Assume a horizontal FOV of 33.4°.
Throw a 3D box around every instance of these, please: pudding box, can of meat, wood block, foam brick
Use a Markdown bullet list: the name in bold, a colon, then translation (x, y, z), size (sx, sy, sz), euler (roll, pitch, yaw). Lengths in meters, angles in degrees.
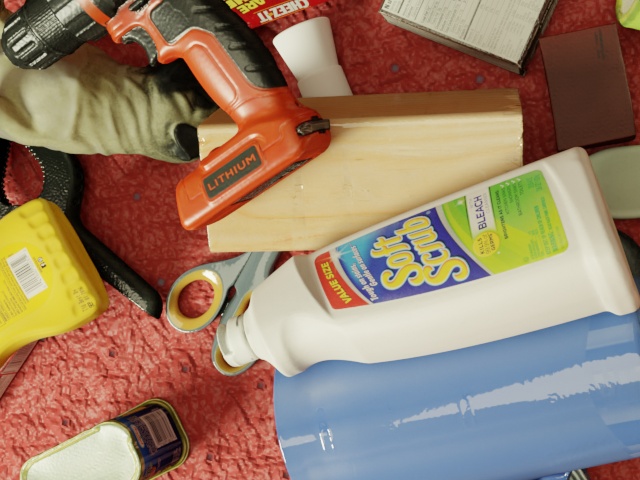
- **pudding box**: translation (0.109, -0.178, 0.747), size (0.113, 0.039, 0.090), euler (26, 97, 16)
- **can of meat**: translation (-0.161, 0.165, 0.799), size (0.102, 0.083, 0.057), euler (-28, 83, 13)
- **wood block**: translation (0.032, -0.048, 0.722), size (0.206, 0.090, 0.090), euler (-1, 108, 10)
- **foam brick**: translation (0.180, -0.101, 0.721), size (0.053, 0.051, 0.078), euler (-9, 88, 14)

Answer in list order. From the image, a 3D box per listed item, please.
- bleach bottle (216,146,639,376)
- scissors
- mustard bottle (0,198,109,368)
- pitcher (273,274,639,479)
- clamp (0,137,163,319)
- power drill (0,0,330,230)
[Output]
- **bleach bottle**: translation (0.054, 0.031, 0.644), size (0.251, 0.068, 0.102), euler (-21, 47, 16)
- **scissors**: translation (-0.055, 0.001, 0.804), size (0.096, 0.016, 0.202), euler (18, 95, 14)
- **mustard bottle**: translation (-0.258, 0.055, 0.777), size (0.191, 0.058, 0.096), euler (-30, 86, 0)
- **pitcher**: translation (0.104, 0.110, 0.687), size (0.243, 0.149, 0.145), euler (-15, 42, 22)
- **clamp**: translation (-0.232, -0.006, 0.830), size (0.164, 0.036, 0.210), euler (-23, 79, 0)
- **power drill**: translation (-0.094, -0.104, 0.654), size (0.185, 0.057, 0.187), euler (-31, 90, 24)
